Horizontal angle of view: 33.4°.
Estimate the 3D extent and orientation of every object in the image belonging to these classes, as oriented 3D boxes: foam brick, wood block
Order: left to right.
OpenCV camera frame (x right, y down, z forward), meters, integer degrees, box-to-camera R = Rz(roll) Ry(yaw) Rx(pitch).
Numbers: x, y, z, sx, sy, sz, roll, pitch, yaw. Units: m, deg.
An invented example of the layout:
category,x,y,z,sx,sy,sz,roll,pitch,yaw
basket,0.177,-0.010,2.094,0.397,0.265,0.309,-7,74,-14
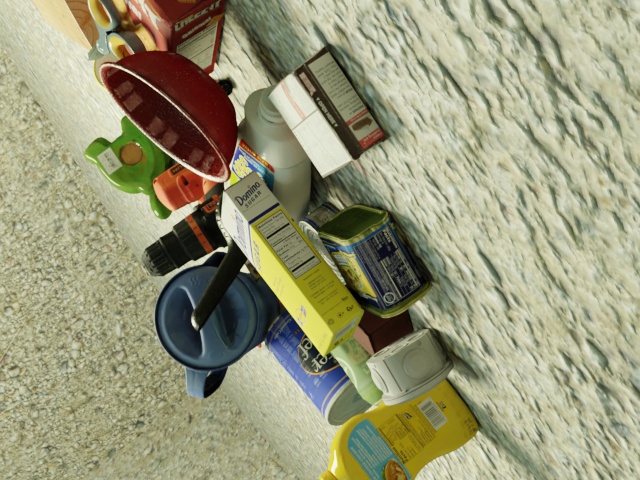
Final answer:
category,x,y,z,sx,sy,sz,roll,pitch,yaw
wood block,-0.284,-0.300,1.279,0.206,0.090,0.090,36,158,54
foam brick,0.054,0.079,1.144,0.078,0.051,0.053,44,165,37

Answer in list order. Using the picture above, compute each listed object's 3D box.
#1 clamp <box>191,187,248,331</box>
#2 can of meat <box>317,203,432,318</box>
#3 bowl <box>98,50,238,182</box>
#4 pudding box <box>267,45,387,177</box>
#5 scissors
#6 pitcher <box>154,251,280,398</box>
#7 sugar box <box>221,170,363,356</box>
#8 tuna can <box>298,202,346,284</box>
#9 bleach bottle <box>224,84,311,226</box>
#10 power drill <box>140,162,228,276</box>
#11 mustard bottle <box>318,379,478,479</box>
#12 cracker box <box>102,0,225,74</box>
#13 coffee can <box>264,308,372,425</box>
category,x,y,z,sx,sy,sz,roll,pitch,yaw
clamp,-0.058,0.001,1.201,0.036,0.164,0.210,116,157,-75
can of meat,0.047,0.017,0.997,0.084,0.057,0.102,60,166,-17
bowl,-0.132,-0.129,1.017,0.162,0.055,0.162,36,165,11
pudding box,0.003,-0.103,0.887,0.090,0.039,0.114,55,169,-5
scissors,-0.232,-0.221,1.116,0.202,0.016,0.096,25,145,56
pitcher,-0.128,0.108,1.427,0.145,0.149,0.242,55,-174,6
sugar box,-0.031,0.024,1.046,0.176,0.048,0.093,49,162,12
tuna can,0.015,0.004,1.127,0.086,0.033,0.086,50,167,16
bleach bottle,-0.052,-0.088,1.071,0.102,0.068,0.251,51,164,15
power drill,-0.151,-0.040,1.313,0.057,0.184,0.188,62,175,-31
mustard bottle,0.069,0.224,1.146,0.096,0.191,0.058,53,167,6
cracker box,-0.173,-0.250,1.058,0.164,0.072,0.214,53,166,4
coffee can,0.009,0.154,1.380,0.140,0.102,0.103,47,165,29
